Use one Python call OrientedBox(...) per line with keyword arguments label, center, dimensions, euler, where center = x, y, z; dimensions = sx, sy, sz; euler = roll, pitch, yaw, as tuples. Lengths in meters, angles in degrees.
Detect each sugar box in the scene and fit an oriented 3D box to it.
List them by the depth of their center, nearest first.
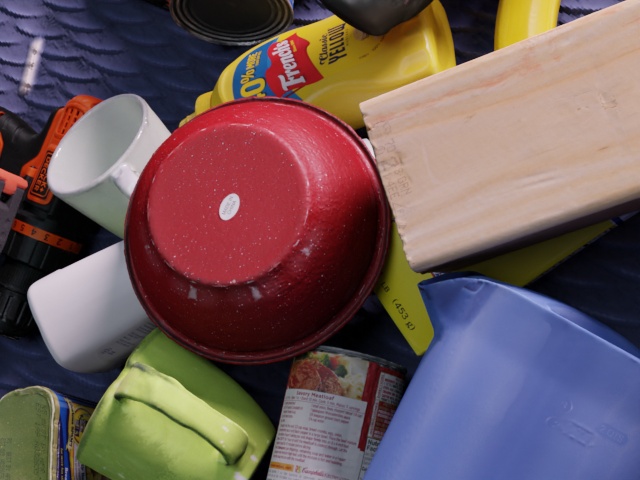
OrientedBox(label="sugar box", center=(0.105, -0.020, 0.606), dimensions=(0.176, 0.048, 0.093), euler=(-38, 79, 17))

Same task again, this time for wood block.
OrientedBox(label="wood block", center=(0.137, -0.057, 0.525), dimensions=(0.206, 0.090, 0.090), euler=(-19, 83, 16))

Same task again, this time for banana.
OrientedBox(label="banana", center=(0.142, -0.143, 0.654), dimensions=(0.070, 0.037, 0.198), euler=(15, 80, 30))

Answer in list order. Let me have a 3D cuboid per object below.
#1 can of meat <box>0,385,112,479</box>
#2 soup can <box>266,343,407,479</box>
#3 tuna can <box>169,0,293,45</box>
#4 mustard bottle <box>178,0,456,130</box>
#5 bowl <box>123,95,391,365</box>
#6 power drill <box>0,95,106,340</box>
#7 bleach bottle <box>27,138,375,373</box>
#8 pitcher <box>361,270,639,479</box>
OrientedBox(label="can of meat", center=(-0.164, 0.148, 0.678), dimensions=(0.058, 0.083, 0.102), euler=(-13, 67, 22))
OrientedBox(label="soup can", center=(0.007, 0.117, 0.611), dimensions=(0.069, 0.068, 0.102), euler=(5, 75, 28))
OrientedBox(label="tuna can", center=(-0.061, -0.171, 0.740), dimensions=(0.086, 0.086, 0.034), euler=(-8, 67, 25))
OrientedBox(label="mustard bottle", center=(-0.009, -0.102, 0.702), dimensions=(0.192, 0.058, 0.096), euler=(-19, 49, 22))
OrientedBox(label="bowl", center=(-0.044, -0.014, 0.595), dimensions=(0.162, 0.055, 0.162), euler=(-3, 76, 13))
OrientedBox(label="power drill", center=(-0.245, -0.036, 0.805), dimensions=(0.188, 0.057, 0.184), euler=(21, 85, 30))
OrientedBox(label="bleach bottle", center=(-0.054, 0.001, 0.678), dimensions=(0.251, 0.102, 0.068), euler=(-28, 81, 6))
OrientedBox(label="pitcher", center=(0.085, 0.149, 0.529), dimensions=(0.149, 0.144, 0.243), euler=(31, 94, 41))
